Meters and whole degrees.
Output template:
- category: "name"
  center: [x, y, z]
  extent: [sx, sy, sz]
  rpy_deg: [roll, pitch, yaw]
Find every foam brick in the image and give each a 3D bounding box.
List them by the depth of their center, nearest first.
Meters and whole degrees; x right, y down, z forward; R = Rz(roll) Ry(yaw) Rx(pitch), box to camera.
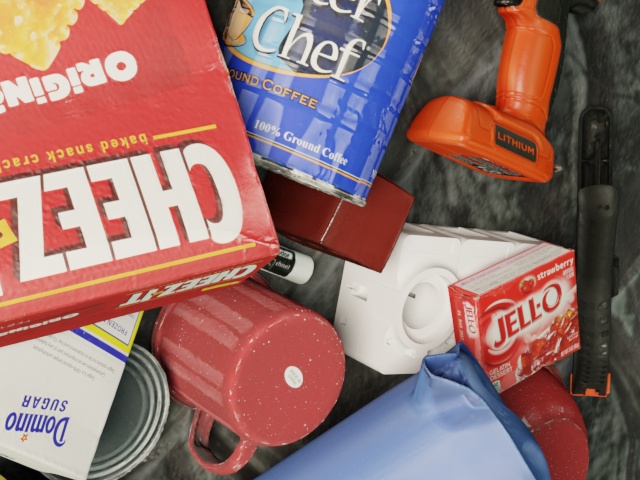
- category: "foam brick"
  center: [0.006, -0.019, 0.632]
  extent: [0.052, 0.078, 0.051]
  rpy_deg: [28, 85, -38]

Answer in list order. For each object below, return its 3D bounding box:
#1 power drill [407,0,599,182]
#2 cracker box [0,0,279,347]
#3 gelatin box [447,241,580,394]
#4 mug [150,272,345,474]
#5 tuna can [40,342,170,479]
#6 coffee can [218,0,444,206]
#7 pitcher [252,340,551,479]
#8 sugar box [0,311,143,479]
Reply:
- category: "power drill"
  center: [0.117, -0.142, 0.679]
  extent: [0.184, 0.057, 0.187]
  rpy_deg: [19, 87, -39]
- category: "cracker box"
  center: [-0.128, -0.070, 0.456]
  extent: [0.164, 0.072, 0.214]
  rpy_deg: [-14, 81, -24]
- category: "gelatin box"
  center: [0.127, 0.050, 0.688]
  extent: [0.089, 0.030, 0.073]
  rpy_deg: [-22, 115, -30]
- category: "mug"
  center: [-0.044, 0.079, 0.621]
  extent: [0.093, 0.082, 0.117]
  rpy_deg: [24, 89, -38]
- category: "tuna can"
  center: [-0.129, 0.091, 0.593]
  extent: [0.085, 0.034, 0.086]
  rpy_deg: [-11, 109, -33]
- category: "coffee can"
  center: [0.001, -0.101, 0.548]
  extent: [0.102, 0.103, 0.140]
  rpy_deg: [20, 92, -38]
- category: "pitcher"
  center: [0.023, 0.181, 0.623]
  extent: [0.243, 0.149, 0.145]
  rpy_deg: [-32, 167, 8]
- category: "sugar box"
  center: [-0.127, 0.019, 0.524]
  extent: [0.093, 0.048, 0.176]
  rpy_deg: [45, 59, -52]
